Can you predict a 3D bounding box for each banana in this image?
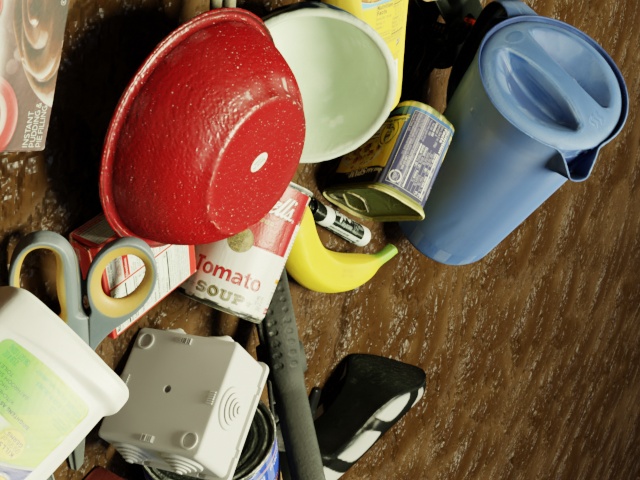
[{"bbox_3d":[0.000,0.009,0.902,0.069,0.037,0.197,-60,151,3],"label":"banana"}]

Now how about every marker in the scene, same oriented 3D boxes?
[{"bbox_3d":[0.013,-0.016,0.933,0.121,0.020,0.020,27,84,-62],"label":"marker"}]

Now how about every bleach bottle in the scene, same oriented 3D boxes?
[{"bbox_3d":[-0.217,0.144,0.558,0.102,0.068,0.250,49,60,-21],"label":"bleach bottle"}]

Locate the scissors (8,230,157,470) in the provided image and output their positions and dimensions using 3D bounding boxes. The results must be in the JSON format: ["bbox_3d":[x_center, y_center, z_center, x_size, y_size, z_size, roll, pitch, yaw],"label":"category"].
[{"bbox_3d":[-0.138,0.069,0.677,0.096,0.016,0.202,-16,131,-8],"label":"scissors"}]

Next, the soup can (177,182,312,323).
[{"bbox_3d":[-0.055,0.001,0.771,0.068,0.069,0.102,26,85,-62],"label":"soup can"}]

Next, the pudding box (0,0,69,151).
[{"bbox_3d":[-0.172,-0.100,0.528,0.089,0.039,0.113,-11,117,-58],"label":"pudding box"}]

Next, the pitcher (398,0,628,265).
[{"bbox_3d":[0.153,-0.086,0.956,0.149,0.145,0.243,-57,179,-33],"label":"pitcher"}]

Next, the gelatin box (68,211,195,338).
[{"bbox_3d":[-0.122,0.009,0.700,0.089,0.030,0.073,-41,142,-42],"label":"gelatin box"}]

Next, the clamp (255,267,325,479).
[{"bbox_3d":[-0.028,0.100,0.830,0.036,0.165,0.210,-10,105,-9],"label":"clamp"}]

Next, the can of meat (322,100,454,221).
[{"bbox_3d":[0.058,-0.066,0.898,0.057,0.102,0.084,30,75,-27],"label":"can of meat"}]

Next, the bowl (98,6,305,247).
[{"bbox_3d":[-0.058,-0.056,0.650,0.161,0.055,0.162,-43,149,-33],"label":"bowl"}]

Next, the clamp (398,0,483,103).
[{"bbox_3d":[0.108,-0.197,0.961,0.171,0.039,0.120,-44,156,-48],"label":"clamp"}]
